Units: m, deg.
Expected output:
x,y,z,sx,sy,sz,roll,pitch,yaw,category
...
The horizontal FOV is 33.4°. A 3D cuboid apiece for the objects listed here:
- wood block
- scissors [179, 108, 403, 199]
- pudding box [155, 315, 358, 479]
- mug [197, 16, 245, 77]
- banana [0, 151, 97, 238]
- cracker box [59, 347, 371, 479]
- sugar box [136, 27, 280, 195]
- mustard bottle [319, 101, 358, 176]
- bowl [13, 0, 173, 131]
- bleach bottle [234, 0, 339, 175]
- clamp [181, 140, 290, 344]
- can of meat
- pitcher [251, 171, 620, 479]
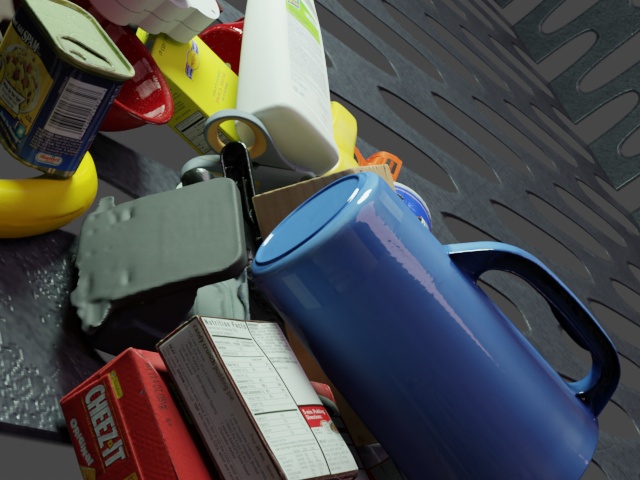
x,y,z,sx,sy,sz,roll,pitch,yaw,category
0.027,0.051,0.845,0.090,0.090,0.206,-13,88,-67,wood block
-0.020,-0.070,0.918,0.201,0.096,0.016,-3,35,-12,scissors
-0.035,0.098,0.611,0.113,0.039,0.089,58,20,22,pudding box
-0.090,-0.183,1.078,0.117,0.093,0.081,25,22,15,mug
-0.194,-0.032,0.697,0.069,0.037,0.197,34,20,4,banana
-0.041,0.161,0.653,0.213,0.072,0.164,20,38,-54,cracker box
-0.100,-0.123,0.983,0.176,0.048,0.093,40,34,-29,sugar box
-0.005,-0.053,1.020,0.058,0.096,0.191,42,24,-25,mustard bottle
-0.189,-0.139,0.830,0.162,0.055,0.162,46,18,-21,bowl
-0.031,-0.178,1.004,0.102,0.068,0.251,46,33,-42,bleach bottle
-0.056,0.001,0.855,0.120,0.039,0.171,-61,134,-60,clamp
-0.178,-0.103,0.703,0.057,0.084,0.102,12,29,-45,can of meat
0.075,0.068,0.718,0.242,0.145,0.149,50,55,-14,pitcher
